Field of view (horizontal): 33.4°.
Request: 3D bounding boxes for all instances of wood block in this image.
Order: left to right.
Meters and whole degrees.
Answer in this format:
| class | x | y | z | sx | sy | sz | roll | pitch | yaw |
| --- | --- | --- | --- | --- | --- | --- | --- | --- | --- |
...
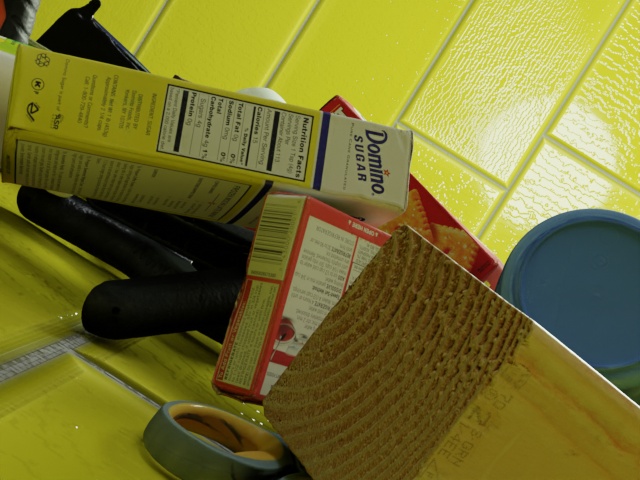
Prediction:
| class | x | y | z | sx | sy | sz | roll | pitch | yaw |
| --- | --- | --- | --- | --- | --- | --- | --- | --- | --- |
| wood block | 0.090 | 0.094 | 0.417 | 0.205 | 0.090 | 0.091 | 37 | 2 | -33 |

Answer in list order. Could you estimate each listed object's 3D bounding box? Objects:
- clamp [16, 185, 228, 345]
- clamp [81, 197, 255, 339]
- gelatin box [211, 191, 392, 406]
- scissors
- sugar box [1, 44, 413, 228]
| class | x | y | z | sx | sy | sz | roll | pitch | yaw |
| --- | --- | --- | --- | --- | --- | --- | --- | --- | --- |
| clamp | -0.092 | 0.013 | 0.599 | 0.120 | 0.039 | 0.172 | 12 | 15 | -47 |
| clamp | -0.023 | 0.024 | 0.530 | 0.210 | 0.036 | 0.164 | 16 | 20 | -10 |
| gelatin box | -0.002 | 0.032 | 0.464 | 0.030 | 0.089 | 0.073 | 8 | -11 | 45 |
| scissors | 0.005 | 0.096 | 0.423 | 0.096 | 0.016 | 0.201 | 36 | 4 | 30 |
| sugar box | -0.055 | -0.039 | 0.494 | 0.176 | 0.048 | 0.093 | 8 | -12 | -15 |
